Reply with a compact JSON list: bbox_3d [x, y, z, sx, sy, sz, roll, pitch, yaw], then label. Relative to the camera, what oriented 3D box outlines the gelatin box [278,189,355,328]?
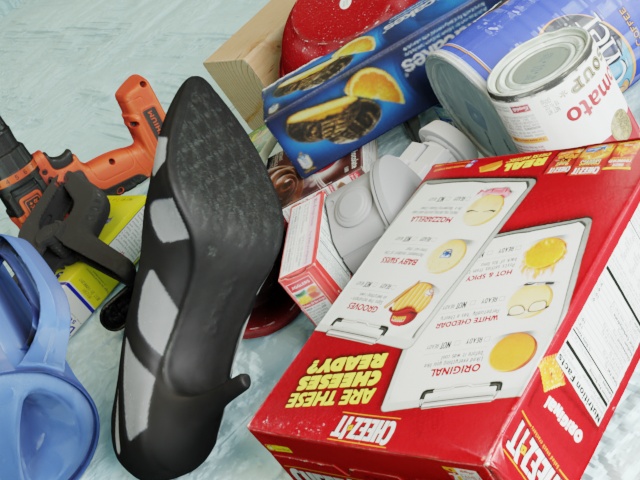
[{"bbox_3d":[0.007,0.021,0.692,0.030,0.073,0.089,-27,28,20],"label":"gelatin box"}]

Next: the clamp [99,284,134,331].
[{"bbox_3d":[-0.099,0.009,0.876,0.120,0.039,0.171,-2,42,47],"label":"clamp"}]

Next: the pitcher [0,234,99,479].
[{"bbox_3d":[-0.257,0.074,0.777,0.149,0.145,0.243,-28,42,-15],"label":"pitcher"}]

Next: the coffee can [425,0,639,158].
[{"bbox_3d":[0.156,-0.125,0.718,0.140,0.102,0.103,-38,27,-5],"label":"coffee can"}]

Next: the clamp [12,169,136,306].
[{"bbox_3d":[-0.220,0.003,0.935,0.165,0.036,0.210,-22,37,19],"label":"clamp"}]

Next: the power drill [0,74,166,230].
[{"bbox_3d":[-0.244,-0.090,1.070,0.187,0.184,0.057,-34,25,-17],"label":"power drill"}]

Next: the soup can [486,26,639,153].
[{"bbox_3d":[0.150,-0.066,0.631,0.069,0.102,0.068,-28,27,16],"label":"soup can"}]

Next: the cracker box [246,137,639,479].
[{"bbox_3d":[0.086,0.044,0.565,0.164,0.072,0.213,-3,42,48],"label":"cracker box"}]

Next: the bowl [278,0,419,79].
[{"bbox_3d":[0.028,-0.179,0.884,0.162,0.055,0.162,-14,52,18],"label":"bowl"}]

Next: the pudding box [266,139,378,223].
[{"bbox_3d":[0.001,-0.050,0.852,0.090,0.039,0.113,-28,28,15],"label":"pudding box"}]

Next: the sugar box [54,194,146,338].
[{"bbox_3d":[-0.227,0.032,0.985,0.094,0.048,0.176,0,43,49],"label":"sugar box"}]

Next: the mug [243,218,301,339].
[{"bbox_3d":[-0.055,0.001,0.763,0.093,0.117,0.081,3,18,-12],"label":"mug"}]

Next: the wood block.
[{"bbox_3d":[-0.002,-0.207,1.053,0.206,0.090,0.091,-47,28,-19],"label":"wood block"}]
